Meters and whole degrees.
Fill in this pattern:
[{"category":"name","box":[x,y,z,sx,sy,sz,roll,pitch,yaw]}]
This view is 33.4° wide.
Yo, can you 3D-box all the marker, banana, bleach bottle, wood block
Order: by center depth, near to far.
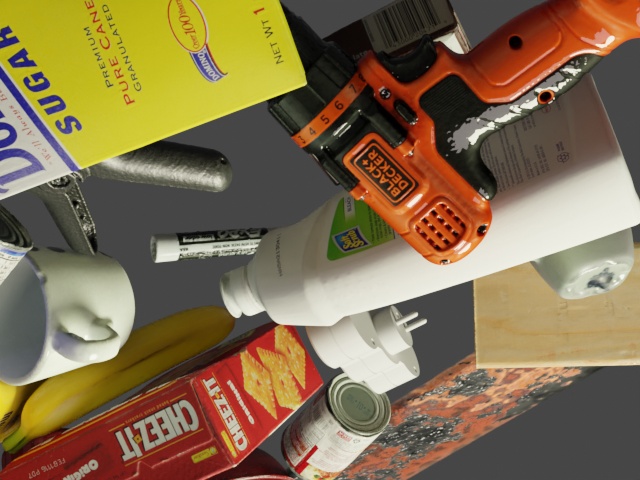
[{"category":"bleach bottle","box":[0.056,-0.013,0.641,0.251,0.102,0.068,-20,128,16]},{"category":"marker","box":[-0.055,0.001,0.726,0.121,0.020,0.020,-4,147,-22]},{"category":"banana","box":[-0.131,0.084,0.746,0.197,0.037,0.070,-27,177,-33]},{"category":"wood block","box":[0.219,0.048,0.797,0.206,0.090,0.090,-2,175,9]}]

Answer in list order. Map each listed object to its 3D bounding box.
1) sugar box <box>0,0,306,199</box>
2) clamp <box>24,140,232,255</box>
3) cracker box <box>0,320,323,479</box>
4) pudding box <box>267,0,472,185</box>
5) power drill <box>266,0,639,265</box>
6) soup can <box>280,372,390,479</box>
[{"category":"sugar box","box":[-0.104,-0.085,0.490,0.176,0.048,0.093,-21,107,2]},{"category":"clamp","box":[-0.131,-0.048,0.584,0.120,0.039,0.171,-25,149,15]},{"category":"cracker box","box":[-0.107,0.134,0.781,0.164,0.072,0.213,-28,178,17]},{"category":"pudding box","box":[0.035,-0.086,0.612,0.113,0.039,0.090,-24,149,13]},{"category":"power drill","box":[0.062,-0.103,0.530,0.184,0.057,0.188,43,110,-12]},{"category":"soup can","box":[0.014,0.175,0.999,0.068,0.068,0.102,2,144,-30]}]
